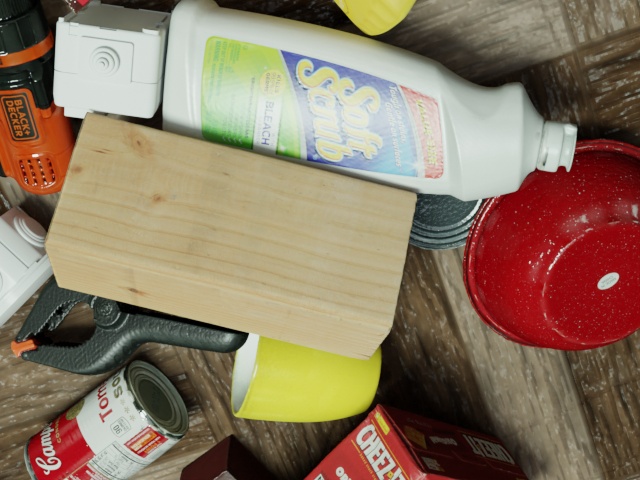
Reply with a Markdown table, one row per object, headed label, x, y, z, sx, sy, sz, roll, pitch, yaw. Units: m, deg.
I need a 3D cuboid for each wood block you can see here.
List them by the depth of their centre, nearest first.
| label | x | y | z | sx | sy | sz | roll | pitch | yaw |
| --- | --- | --- | --- | --- | --- | --- | --- | --- | --- |
| wood block | -0.054 | 0.001 | 0.665 | 0.206 | 0.091 | 0.090 | 14 | 70 | -3 |

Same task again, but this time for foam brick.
| label | x | y | z | sx | sy | sz | roll | pitch | yaw |
| --- | --- | --- | --- | --- | --- | --- | --- | --- | --- |
| foam brick | -0.063 | 0.198 | 0.804 | 0.053 | 0.051 | 0.078 | -39 | 105 | 14 |

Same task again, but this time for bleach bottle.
| label | x | y | z | sx | sy | sz | roll | pitch | yaw |
| --- | --- | --- | --- | --- | --- | --- | --- | --- | --- |
| bleach bottle | 0.032 | -0.084 | 0.662 | 0.251 | 0.068 | 0.102 | 10 | 107 | 9 |

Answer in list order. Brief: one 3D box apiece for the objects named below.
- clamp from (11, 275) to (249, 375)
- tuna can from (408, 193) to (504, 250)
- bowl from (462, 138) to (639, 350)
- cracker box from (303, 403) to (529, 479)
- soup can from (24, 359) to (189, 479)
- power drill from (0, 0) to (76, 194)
| label | x | y | z | sx | sy | sz | roll | pitch | yaw |
| --- | --- | --- | --- | --- | --- | --- | --- | --- | --- |
| clamp | -0.133 | 0.053 | 0.742 | 0.172 | 0.039 | 0.120 | -33 | 74 | 16 |
| tuna can | 0.079 | -0.039 | 0.721 | 0.086 | 0.033 | 0.086 | 0 | 111 | 1 |
| bowl | 0.180 | 0.017 | 0.710 | 0.162 | 0.055 | 0.162 | -6 | 118 | -11 |
| cracker box | 0.031 | 0.220 | 0.763 | 0.214 | 0.072 | 0.164 | -48 | 140 | 16 |
| soup can | -0.154 | 0.142 | 0.776 | 0.102 | 0.068 | 0.068 | -37 | 106 | 13 |
| power drill | -0.257 | -0.105 | 0.673 | 0.187 | 0.057 | 0.184 | -4 | 125 | 5 |
